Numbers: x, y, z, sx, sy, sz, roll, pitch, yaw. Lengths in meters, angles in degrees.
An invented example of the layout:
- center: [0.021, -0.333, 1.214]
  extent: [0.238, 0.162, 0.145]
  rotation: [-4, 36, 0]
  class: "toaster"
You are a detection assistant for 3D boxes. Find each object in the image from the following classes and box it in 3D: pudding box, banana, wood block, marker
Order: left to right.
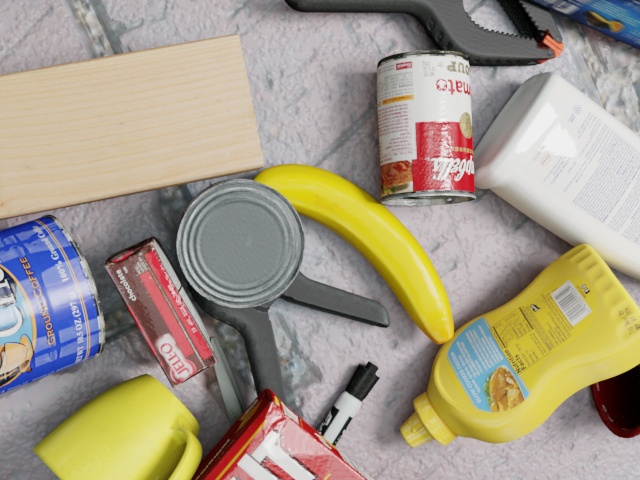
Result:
- center: [-0.150, -0.072, 0.717]
  extent: [0.206, 0.090, 0.091]
  rotation: [-12, 94, -9]
  class: "wood block"
- center: [-0.108, 0.044, 0.718]
  extent: [0.039, 0.113, 0.090]
  rotation: [-28, 96, -5]
  class: "pudding box"
- center: [0.007, 0.143, 0.791]
  extent: [0.020, 0.020, 0.121]
  rotation: [34, 86, -10]
  class: "marker"
- center: [0.025, -0.001, 0.776]
  extent: [0.197, 0.037, 0.069]
  rotation: [32, 77, -9]
  class: "banana"

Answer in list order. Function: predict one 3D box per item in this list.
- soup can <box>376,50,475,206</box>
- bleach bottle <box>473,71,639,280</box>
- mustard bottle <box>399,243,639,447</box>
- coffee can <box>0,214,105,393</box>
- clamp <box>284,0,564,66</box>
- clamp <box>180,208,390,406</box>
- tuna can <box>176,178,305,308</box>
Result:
- center: [0.075, -0.078, 0.763]
  extent: [0.068, 0.068, 0.102]
  rotation: [-1, 86, -10]
  class: "soup can"
- center: [0.235, -0.015, 0.804]
  extent: [0.250, 0.068, 0.102]
  rotation: [36, 87, -12]
  class: "bleach bottle"
- center: [0.139, 0.091, 0.771]
  extent: [0.192, 0.096, 0.058]
  rotation: [-36, 136, 10]
  class: "mustard bottle"
- center: [-0.224, 0.052, 0.681]
  extent: [0.140, 0.103, 0.103]
  rotation: [-21, 96, -30]
  class: "coffee can"
- center: [0.083, -0.184, 0.778]
  extent: [0.210, 0.036, 0.164]
  rotation: [38, 78, -12]
  class: "clamp"
- center: [-0.044, 0.049, 0.764]
  extent: [0.171, 0.039, 0.120]
  rotation: [39, 68, -6]
  class: "clamp"
- center: [-0.055, 0.001, 0.722]
  extent: [0.086, 0.034, 0.086]
  rotation: [-1, 97, -8]
  class: "tuna can"
